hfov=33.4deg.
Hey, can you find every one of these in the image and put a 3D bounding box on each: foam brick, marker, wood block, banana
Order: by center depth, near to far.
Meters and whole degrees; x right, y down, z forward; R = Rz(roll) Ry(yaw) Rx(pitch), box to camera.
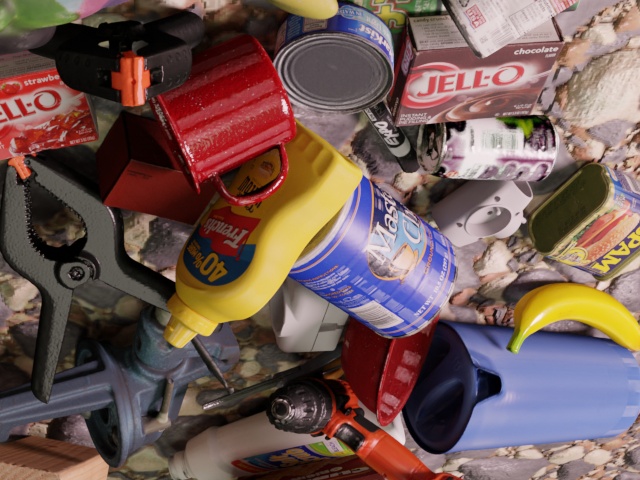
[{"bbox_3d":[-0.121,-0.054,0.803,0.078,0.051,0.053,14,133,-32],"label":"foam brick"},{"bbox_3d":[0.052,-0.090,0.840,0.020,0.020,0.121,-25,141,13],"label":"marker"},{"bbox_3d":[-0.267,0.241,0.995,0.091,0.090,0.206,11,175,2],"label":"wood block"},{"bbox_3d":[0.261,0.078,1.085,0.197,0.037,0.070,3,99,-33],"label":"banana"}]

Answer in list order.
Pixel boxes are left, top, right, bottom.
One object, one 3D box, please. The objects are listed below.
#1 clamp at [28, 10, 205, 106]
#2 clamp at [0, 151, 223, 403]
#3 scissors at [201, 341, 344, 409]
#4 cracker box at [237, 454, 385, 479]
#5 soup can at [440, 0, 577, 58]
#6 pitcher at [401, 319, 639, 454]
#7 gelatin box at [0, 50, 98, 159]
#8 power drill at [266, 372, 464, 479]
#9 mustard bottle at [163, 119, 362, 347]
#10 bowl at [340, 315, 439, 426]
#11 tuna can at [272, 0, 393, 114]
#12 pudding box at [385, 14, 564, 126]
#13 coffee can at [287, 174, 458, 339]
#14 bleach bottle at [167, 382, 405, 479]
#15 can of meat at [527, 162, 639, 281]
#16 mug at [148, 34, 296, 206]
[{"bbox_3d":[-0.131,-0.115,0.651,0.120,0.171,0.039,-7,109,-3],"label":"clamp"},{"bbox_3d":[-0.193,0.026,0.823,0.164,0.036,0.210,-29,116,3],"label":"clamp"},{"bbox_3d":[-0.033,0.142,1.052,0.201,0.016,0.096,-21,157,-25],"label":"scissors"},{"bbox_3d":[-0.012,0.282,1.160,0.164,0.072,0.214,-13,176,-2],"label":"cracker box"},{"bbox_3d":[0.131,-0.173,0.697,0.102,0.068,0.068,-31,139,15],"label":"soup can"},{"bbox_3d":[0.207,0.153,1.120,0.242,0.149,0.145,5,123,-28],"label":"pitcher"},{"bbox_3d":[-0.206,-0.094,0.741,0.089,0.030,0.073,-12,142,-4],"label":"gelatin box"},{"bbox_3d":[0.044,0.194,0.990,0.057,0.188,0.184,-53,163,8],"label":"power drill"},{"bbox_3d":[-0.056,0.001,0.802,0.058,0.096,0.192,32,98,-43],"label":"mustard bottle"},{"bbox_3d":[0.062,0.087,0.990,0.055,0.162,0.162,19,145,18],"label":"bowl"},{"bbox_3d":[0.009,-0.128,0.750,0.086,0.033,0.086,3,148,2],"label":"tuna can"},{"bbox_3d":[0.111,-0.127,0.785,0.113,0.039,0.090,-8,154,-10],"label":"pudding box"},{"bbox_3d":[0.030,0.006,0.871,0.103,0.103,0.140,-36,130,25],"label":"coffee can"},{"bbox_3d":[-0.042,0.216,1.156,0.251,0.068,0.102,-18,151,10],"label":"bleach bottle"},{"bbox_3d":[0.251,-0.017,0.966,0.083,0.057,0.102,19,131,-32],"label":"can of meat"},{"bbox_3d":[-0.064,-0.080,0.735,0.081,0.117,0.093,-26,170,-9],"label":"mug"}]
